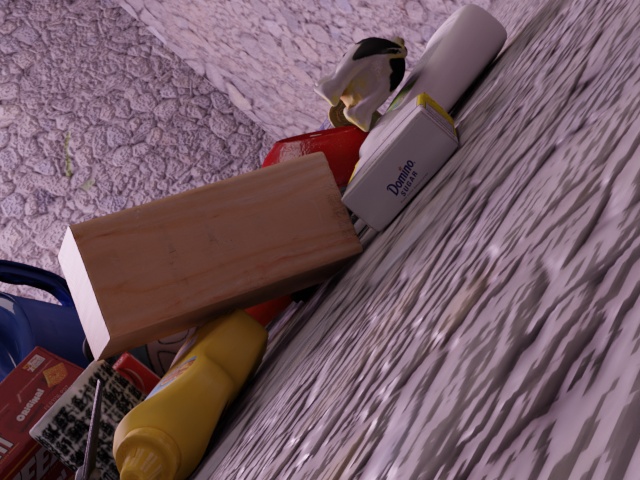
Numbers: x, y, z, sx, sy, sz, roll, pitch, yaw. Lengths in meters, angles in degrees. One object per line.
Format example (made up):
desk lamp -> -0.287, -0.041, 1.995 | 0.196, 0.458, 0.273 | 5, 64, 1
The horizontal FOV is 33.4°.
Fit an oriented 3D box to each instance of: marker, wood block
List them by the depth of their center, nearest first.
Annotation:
wood block -> -0.086, 0.011, 0.825 | 0.205, 0.090, 0.091 | -18, -10, -23
marker -> 0.014, 0.007, 0.938 | 0.121, 0.020, 0.020 | -50, 3, -18

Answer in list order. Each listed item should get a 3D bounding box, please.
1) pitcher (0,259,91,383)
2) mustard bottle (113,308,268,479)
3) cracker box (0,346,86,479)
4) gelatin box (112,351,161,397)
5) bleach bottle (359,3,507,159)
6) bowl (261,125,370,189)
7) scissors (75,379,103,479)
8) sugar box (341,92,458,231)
pitcher -> -0.263, 0.119, 1.101 | 0.242, 0.145, 0.149 | 16, -83, -59
mustard bottle -> -0.096, 0.119, 0.745 | 0.096, 0.058, 0.191 | -46, 3, 21
cracker box -> -0.263, 0.228, 0.940 | 0.164, 0.072, 0.214 | -52, -24, -44
gelatin box -> -0.152, 0.148, 0.896 | 0.073, 0.089, 0.030 | -50, 11, -9
bleach bottle -> 0.102, -0.136, 1.086 | 0.250, 0.068, 0.103 | -54, 4, -35
bowl -> 0.002, -0.086, 1.123 | 0.162, 0.055, 0.162 | -11, 10, 2
scissors -> -0.152, 0.160, 0.727 | 0.096, 0.016, 0.202 | -61, -11, -68
sugar box -> 0.067, -0.067, 0.869 | 0.093, 0.048, 0.176 | -48, 6, 14
